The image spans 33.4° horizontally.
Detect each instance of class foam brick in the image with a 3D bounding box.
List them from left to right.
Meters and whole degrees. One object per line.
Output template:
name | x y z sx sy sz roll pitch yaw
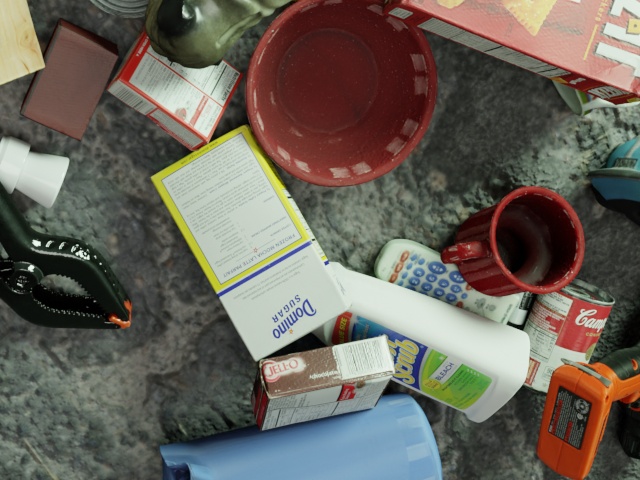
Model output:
foam brick | -0.198 -0.128 0.844 0.051 0.053 0.078 23 104 -19

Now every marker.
marker | 0.201 0.021 1.000 0.020 0.020 0.121 13 105 -16

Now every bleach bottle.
bleach bottle | 0.056 0.081 0.960 0.250 0.068 0.103 22 140 -10

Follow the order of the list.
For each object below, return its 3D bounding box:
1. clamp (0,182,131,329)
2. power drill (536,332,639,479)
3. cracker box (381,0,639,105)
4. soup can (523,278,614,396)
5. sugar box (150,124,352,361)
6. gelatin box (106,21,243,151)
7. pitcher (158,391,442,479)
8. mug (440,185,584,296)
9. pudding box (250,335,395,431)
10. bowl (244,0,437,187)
clamp | -0.243 0.014 0.874 0.209 0.036 0.165 23 125 -22
power drill | 0.280 0.153 1.003 0.187 0.057 0.184 -20 124 -42
cracker box | 0.176 -0.219 0.826 0.213 0.072 0.164 19 93 -9
soup can | 0.224 0.090 1.002 0.068 0.068 0.102 15 105 -17
sugar box | -0.056 0.001 0.887 0.093 0.048 0.176 -29 91 7
gelatin box | -0.115 -0.126 0.856 0.089 0.030 0.073 35 61 -21
pitcher | -0.019 0.225 0.975 0.242 0.149 0.145 -14 96 -11
mug | 0.160 0.008 0.937 0.117 0.082 0.093 -10 84 -22
pudding box | 0.000 0.123 0.910 0.113 0.039 0.090 -8 155 -13
bowl | 0.012 -0.128 0.886 0.162 0.055 0.162 -4 108 -13
